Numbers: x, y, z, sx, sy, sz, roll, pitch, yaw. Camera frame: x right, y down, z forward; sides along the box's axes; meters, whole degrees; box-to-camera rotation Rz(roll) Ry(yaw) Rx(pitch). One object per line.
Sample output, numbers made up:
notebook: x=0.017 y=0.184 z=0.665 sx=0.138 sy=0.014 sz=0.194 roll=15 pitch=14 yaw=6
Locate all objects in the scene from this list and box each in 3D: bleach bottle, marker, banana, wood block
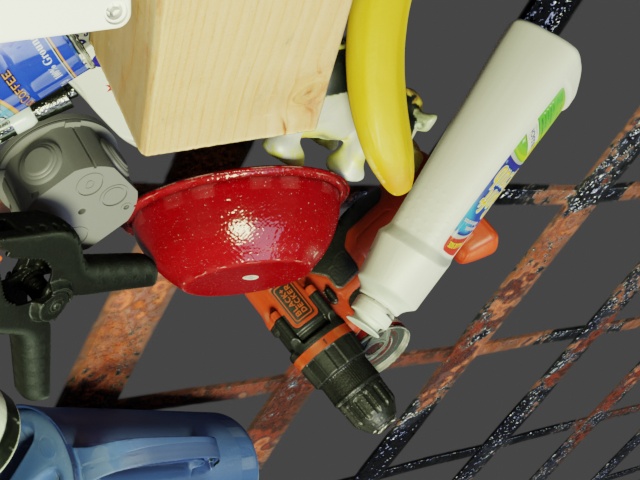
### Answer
bleach bottle: x=0.100 y=-0.038 z=0.790 sx=0.250 sy=0.068 sz=0.102 roll=-56 pitch=165 yaw=-9
marker: x=-0.197 y=-0.061 z=0.622 sx=0.121 sy=0.020 sz=0.020 roll=-30 pitch=148 yaw=-9
banana: x=0.048 y=-0.130 z=0.669 sx=0.069 sy=0.037 sz=0.198 roll=11 pitch=93 yaw=-23
wood block: x=-0.036 y=-0.144 z=0.442 sx=0.090 sy=0.090 sz=0.206 roll=-12 pitch=144 yaw=-25

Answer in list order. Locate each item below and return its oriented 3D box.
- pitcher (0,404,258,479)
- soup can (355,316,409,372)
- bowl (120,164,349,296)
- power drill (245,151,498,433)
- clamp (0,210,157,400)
pitcher: x=-0.157 y=0.201 z=0.905 sx=0.242 sy=0.149 sz=0.145 roll=9 pitch=104 yaw=-53
soup can: x=0.021 y=0.059 z=0.909 sx=0.068 sy=0.102 sz=0.068 roll=-24 pitch=147 yaw=-17
bowl: x=-0.055 y=0.001 z=0.739 sx=0.162 sy=0.055 sz=0.162 roll=-9 pitch=166 yaw=-3
power drill: x=0.046 y=0.032 z=0.838 sx=0.187 sy=0.184 sz=0.057 roll=-37 pitch=170 yaw=-13
clamp: x=-0.173 y=0.038 z=0.642 sx=0.120 sy=0.039 sz=0.171 roll=-56 pitch=153 yaw=-4
